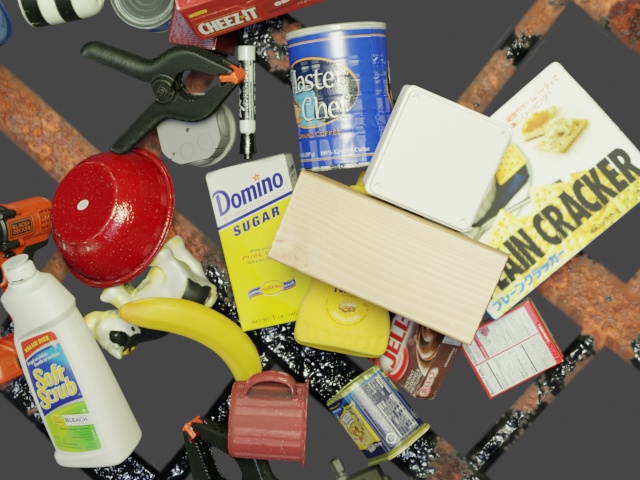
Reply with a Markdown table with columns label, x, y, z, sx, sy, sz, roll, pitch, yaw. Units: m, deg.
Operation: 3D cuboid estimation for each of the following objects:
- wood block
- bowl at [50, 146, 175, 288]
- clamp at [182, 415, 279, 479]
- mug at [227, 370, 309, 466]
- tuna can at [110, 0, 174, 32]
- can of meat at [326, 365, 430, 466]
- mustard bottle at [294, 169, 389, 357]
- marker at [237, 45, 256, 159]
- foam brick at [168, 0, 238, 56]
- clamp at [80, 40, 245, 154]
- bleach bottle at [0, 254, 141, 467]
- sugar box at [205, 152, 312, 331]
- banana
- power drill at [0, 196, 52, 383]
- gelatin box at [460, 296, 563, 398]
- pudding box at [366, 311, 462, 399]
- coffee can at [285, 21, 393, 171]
| label | x | y | z | sx | sy | sz | roll | pitch | yaw |
| --- | --- | --- | --- | --- | --- | --- | --- | --- | --- |
| wood block | 0.067 | 0.015 | 1.018 | 0.206 | 0.090 | 0.091 | 23 | 95 | 10 |
| bowl | -0.236 | -0.033 | 1.142 | 0.162 | 0.055 | 0.162 | -10 | 70 | 29 |
| clamp | -0.070 | 0.276 | 1.181 | 0.165 | 0.036 | 0.210 | -37 | 85 | 22 |
| mug | -0.054 | 0.182 | 1.128 | 0.081 | 0.093 | 0.117 | 3 | 131 | 0 |
| tuna can | -0.183 | -0.268 | 1.150 | 0.086 | 0.033 | 0.086 | 1 | 97 | 12 |
| can of meat | 0.057 | 0.183 | 1.116 | 0.057 | 0.102 | 0.084 | -36 | 84 | -21 |
| mustard bottle | 0.035 | 0.020 | 1.107 | 0.096 | 0.058 | 0.191 | 10 | 78 | 1 |
| marker | -0.079 | -0.148 | 1.149 | 0.020 | 0.020 | 0.121 | 1 | 97 | 12 |
| foam brick | -0.120 | -0.225 | 1.119 | 0.053 | 0.078 | 0.051 | 12 | 97 | 10 |
| clamp | -0.164 | -0.165 | 1.093 | 0.172 | 0.039 | 0.120 | -17 | 113 | 18 |
| bleach bottle | -0.283 | 0.129 | 1.148 | 0.103 | 0.068 | 0.251 | -5 | 118 | 27 |
| sugar box | -0.058 | 0.001 | 1.147 | 0.093 | 0.048 | 0.176 | -14 | 95 | 12 |
| banana | -0.124 | 0.107 | 1.139 | 0.197 | 0.037 | 0.069 | 43 | 79 | -30 |
| power drill | -0.351 | 0.055 | 1.157 | 0.057 | 0.184 | 0.188 | 6 | 107 | 31 |
| gelatin box | 0.197 | 0.111 | 1.112 | 0.089 | 0.030 | 0.073 | -30 | 91 | 14 |
| pudding box | 0.103 | 0.094 | 1.105 | 0.090 | 0.039 | 0.113 | 36 | 103 | 44 |
| coffee can | 0.022 | -0.145 | 1.084 | 0.103 | 0.102 | 0.140 | -5 | 95 | 13 |
